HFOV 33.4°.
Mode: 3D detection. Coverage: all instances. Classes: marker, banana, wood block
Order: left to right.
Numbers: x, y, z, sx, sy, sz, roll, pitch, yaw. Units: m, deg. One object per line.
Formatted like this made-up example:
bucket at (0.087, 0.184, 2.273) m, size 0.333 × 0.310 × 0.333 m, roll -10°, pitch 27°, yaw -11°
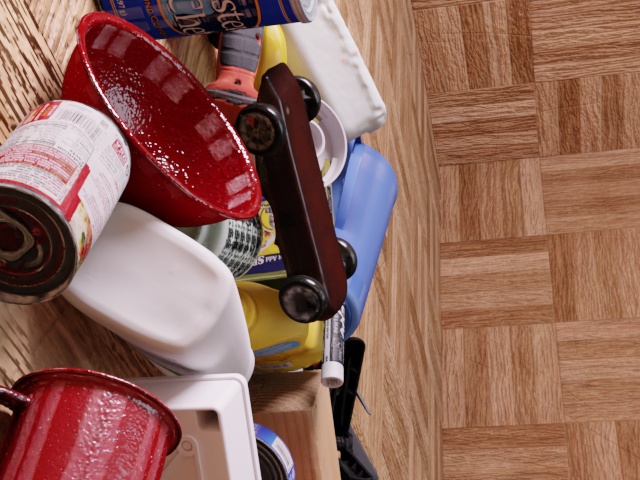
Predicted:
banana at (-0.052, -0.150, 1.044) m, size 0.198 × 0.037 × 0.069 m, roll 106°, pitch 1°, yaw -62°
wood block at (-0.030, 0.232, 0.968) m, size 0.090 × 0.090 × 0.206 m, roll -59°, pitch 143°, yaw -73°
marker at (0.012, 0.070, 0.920) m, size 0.020 × 0.020 × 0.121 m, roll 72°, pitch 16°, yaw -50°

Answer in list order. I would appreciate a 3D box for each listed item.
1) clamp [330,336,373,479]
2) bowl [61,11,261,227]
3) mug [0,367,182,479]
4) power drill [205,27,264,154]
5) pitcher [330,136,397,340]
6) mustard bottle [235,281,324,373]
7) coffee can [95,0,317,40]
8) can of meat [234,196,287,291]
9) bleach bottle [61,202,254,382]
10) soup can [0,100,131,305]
clamp at (0.016, 0.208, 1.143) m, size 0.210 × 0.036 × 0.164 m, roll 119°, pitch -25°, yaw -60°
bowl at (-0.110, -0.064, 0.672) m, size 0.162 × 0.055 × 0.162 m, roll 46°, pitch 19°, yaw -21°
mug at (-0.132, 0.117, 0.532) m, size 0.117 × 0.093 × 0.081 m, roll 40°, pitch 42°, yaw -30°
power drill at (-0.075, -0.157, 0.901) m, size 0.185 × 0.057 × 0.187 m, roll 124°, pitch -27°, yaw -65°
pitcher at (0.007, -0.006, 1.163) m, size 0.149 × 0.145 × 0.242 m, roll 50°, pitch 30°, yaw -24°
mustard bottle at (-0.055, 0.072, 0.890) m, size 0.191 × 0.096 × 0.058 m, roll 47°, pitch 40°, yaw -72°
coffee can at (-0.080, -0.198, 0.756) m, size 0.102 × 0.140 × 0.103 m, roll -5°, pitch 90°, yaw -79°
can of meat at (-0.056, 0.001, 0.905) m, size 0.057 × 0.102 × 0.084 m, roll 47°, pitch 38°, yaw -71°
bleach bottle at (-0.096, 0.058, 0.713) m, size 0.068 × 0.102 × 0.251 m, roll -58°, pitch 170°, yaw -15°
soup can at (-0.143, -0.023, 0.553) m, size 0.102 × 0.068 × 0.068 m, roll -77°, pitch 159°, yaw -58°
